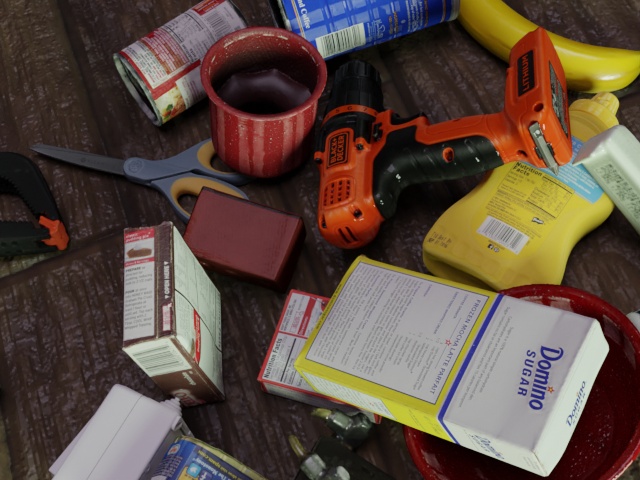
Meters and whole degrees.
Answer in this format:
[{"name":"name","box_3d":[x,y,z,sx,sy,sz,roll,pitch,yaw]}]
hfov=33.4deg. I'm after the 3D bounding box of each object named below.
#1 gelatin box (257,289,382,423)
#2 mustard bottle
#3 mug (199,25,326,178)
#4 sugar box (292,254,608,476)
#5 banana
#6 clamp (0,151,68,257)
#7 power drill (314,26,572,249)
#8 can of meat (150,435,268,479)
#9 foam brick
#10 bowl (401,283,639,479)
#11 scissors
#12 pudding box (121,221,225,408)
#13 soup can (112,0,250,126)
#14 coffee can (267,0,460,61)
[{"name":"gelatin box","box_3d":[0.009,0.080,0.748,0.089,0.030,0.073,12,64,15]},{"name":"mustard bottle","box_3d":[0.162,-0.037,0.775,0.096,0.058,0.191,30,69,21]},{"name":"mug","box_3d":[-0.046,-0.111,0.820,0.093,0.081,0.117,-8,57,-9]},{"name":"sugar box","box_3d":[0.079,0.074,0.670,0.176,0.048,0.093,17,66,34]},{"name":"banana","box_3d":[0.174,-0.163,0.861,0.198,0.037,0.069,28,50,20]},{"name":"clamp","box_3d":[-0.296,-0.035,0.853,0.210,0.036,0.164,30,68,22]},{"name":"power drill","box_3d":[0.084,-0.089,0.782,0.188,0.057,0.184,-18,46,25]},{"name":"can of meat","box_3d":[-0.069,0.182,0.668,0.102,0.058,0.084,35,64,-11]},{"name":"foam brick","box_3d":[-0.055,0.001,0.779,0.078,0.053,0.051,17,78,10]},{"name":"bowl","box_3d":[0.136,0.109,0.680,0.162,0.055,0.162,-16,50,20]},{"name":"scissors","box_3d":[-0.130,-0.068,0.859,0.202,0.016,0.096,27,66,20]},{"name":"pudding box","box_3d":[-0.099,0.053,0.731,0.039,0.113,0.090,-11,59,7]},{"name":"soup can","box_3d":[-0.108,-0.149,0.873,0.102,0.068,0.068,-35,62,-12]},{"name":"coffee can","box_3d":[0.029,-0.207,0.865,0.140,0.103,0.103,-19,60,-3]}]
